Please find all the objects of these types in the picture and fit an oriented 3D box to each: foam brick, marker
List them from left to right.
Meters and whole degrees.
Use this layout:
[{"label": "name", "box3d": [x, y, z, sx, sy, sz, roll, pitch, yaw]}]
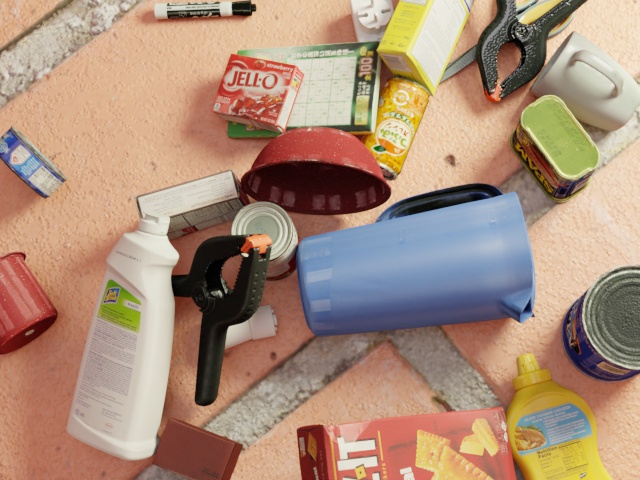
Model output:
[{"label": "foam brick", "box3d": [-0.131, 0.228, 1.137, 0.078, 0.051, 0.053, 20, 81, 9]}, {"label": "marker", "box3d": [-0.136, -0.274, 1.264, 0.121, 0.020, 0.020, -1, 78, 4]}]

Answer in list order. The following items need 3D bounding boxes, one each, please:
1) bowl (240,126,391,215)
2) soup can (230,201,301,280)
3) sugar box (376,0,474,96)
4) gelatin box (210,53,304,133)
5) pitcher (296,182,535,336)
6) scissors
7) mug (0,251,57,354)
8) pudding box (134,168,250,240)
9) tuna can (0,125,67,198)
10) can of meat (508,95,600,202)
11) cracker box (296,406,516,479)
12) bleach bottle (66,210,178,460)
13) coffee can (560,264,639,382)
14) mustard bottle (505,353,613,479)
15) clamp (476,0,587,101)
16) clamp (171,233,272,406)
[{"label": "bowl", "box3d": [-0.003, -0.078, 1.140, 0.162, 0.162, 0.055, 2, 73, 5]}, {"label": "soup can", "box3d": [-0.058, 0.001, 1.155, 0.068, 0.102, 0.068, -1, 77, 4]}, {"label": "sugar box", "box3d": [0.128, -0.262, 1.198, 0.048, 0.093, 0.176, 15, 75, 30]}, {"label": "gelatin box", "box3d": [-0.072, -0.167, 1.203, 0.089, 0.030, 0.073, 16, 82, 24]}, {"label": "pitcher", "box3d": [0.101, 0.025, 1.133, 0.243, 0.149, 0.145, -9, 94, 6]}, {"label": "scissors", "box3d": [0.193, -0.247, 1.232, 0.201, 0.016, 0.096, -20, 80, -1]}, {"label": "mug", "box3d": [-0.351, 0.078, 1.176, 0.117, 0.093, 0.081, -40, 81, 27]}, {"label": "pudding box", "box3d": [-0.138, -0.038, 1.176, 0.113, 0.090, 0.039, -18, 77, 1]}, {"label": "tuna can", "box3d": [-0.329, -0.087, 1.205, 0.033, 0.086, 0.086, -45, 78, -4]}, {"label": "can of meat", "box3d": [0.255, -0.100, 1.161, 0.057, 0.084, 0.102, -34, 77, -3]}, {"label": "cracker box", "box3d": [0.094, 0.256, 1.058, 0.213, 0.072, 0.164, -1, 76, -26]}, {"label": "bleach bottle", "box3d": [-0.194, 0.095, 1.123, 0.103, 0.068, 0.251, 17, 98, 23]}, {"label": "coffee can", "box3d": [0.306, 0.088, 1.086, 0.103, 0.140, 0.103, -1, 77, 4]}, {"label": "mustard bottle", "box3d": [0.241, 0.211, 1.107, 0.096, 0.058, 0.191, -16, 77, 0]}, {"label": "clamp", "box3d": [0.217, -0.243, 1.199, 0.120, 0.039, 0.171, 30, 92, 3]}, {"label": "clamp", "box3d": [-0.121, 0.053, 1.122, 0.165, 0.036, 0.210, 51, 128, 22]}]
